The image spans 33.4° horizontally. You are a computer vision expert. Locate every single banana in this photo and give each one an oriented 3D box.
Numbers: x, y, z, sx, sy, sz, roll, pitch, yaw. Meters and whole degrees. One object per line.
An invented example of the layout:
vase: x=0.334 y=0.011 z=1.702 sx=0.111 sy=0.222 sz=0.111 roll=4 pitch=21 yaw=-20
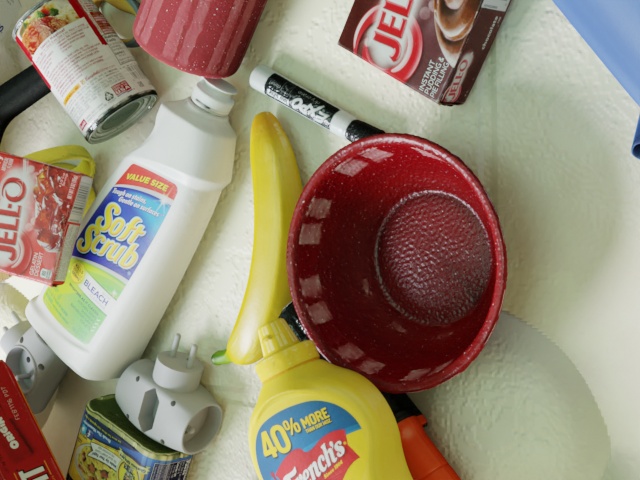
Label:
banana: x=-0.041 y=0.010 z=0.764 sx=0.070 sy=0.037 sz=0.198 roll=21 pitch=105 yaw=33

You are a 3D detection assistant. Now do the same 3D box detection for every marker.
marker: x=-0.001 y=-0.090 z=0.738 sx=0.121 sy=0.020 sz=0.020 roll=33 pitch=112 yaw=31

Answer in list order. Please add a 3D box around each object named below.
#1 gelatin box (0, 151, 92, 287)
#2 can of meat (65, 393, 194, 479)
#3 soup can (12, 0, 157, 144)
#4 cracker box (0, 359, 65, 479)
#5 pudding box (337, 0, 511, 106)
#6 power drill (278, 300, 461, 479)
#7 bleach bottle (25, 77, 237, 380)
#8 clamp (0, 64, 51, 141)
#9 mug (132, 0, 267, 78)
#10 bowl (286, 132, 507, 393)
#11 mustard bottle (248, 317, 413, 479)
gelatin box: x=-0.222 y=-0.016 z=0.811 sx=0.073 sy=0.030 sz=0.089 roll=15 pitch=90 yaw=9
can of meat: x=-0.153 y=0.181 z=0.847 sx=0.102 sy=0.057 sz=0.084 roll=27 pitch=107 yaw=33
soup can: x=-0.181 y=-0.135 z=0.828 sx=0.069 sy=0.068 sz=0.102 roll=-37 pitch=86 yaw=33
cracker box: x=-0.265 y=0.220 z=0.880 sx=0.164 sy=0.072 sz=0.214 roll=56 pitch=146 yaw=20
pudding box: x=0.070 y=-0.153 z=0.667 sx=0.090 sy=0.039 sz=0.114 roll=36 pitch=113 yaw=30
power drill: x=-0.009 y=0.160 z=0.736 sx=0.188 sy=0.057 sz=0.184 roll=-50 pitch=65 yaw=28
bleach bottle: x=-0.137 y=-0.017 z=0.820 sx=0.103 sy=0.067 sz=0.251 roll=42 pitch=114 yaw=28
clamp: x=-0.300 y=-0.112 z=0.911 sx=0.165 sy=0.036 sz=0.210 roll=32 pitch=85 yaw=36
mug: x=-0.085 y=-0.174 z=0.762 sx=0.082 sy=0.093 sz=0.117 roll=-64 pitch=28 yaw=27
bowl: x=0.057 y=0.013 z=0.678 sx=0.162 sy=0.055 sz=0.162 roll=3 pitch=95 yaw=37
mustard bottle: x=0.008 y=0.137 z=0.656 sx=0.096 sy=0.058 sz=0.192 roll=-31 pitch=77 yaw=29
